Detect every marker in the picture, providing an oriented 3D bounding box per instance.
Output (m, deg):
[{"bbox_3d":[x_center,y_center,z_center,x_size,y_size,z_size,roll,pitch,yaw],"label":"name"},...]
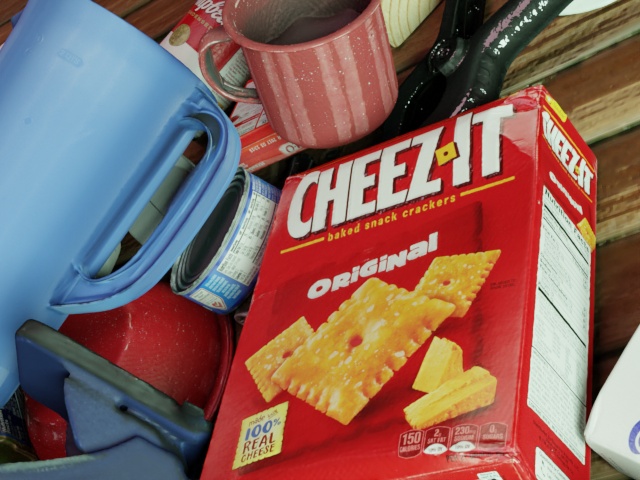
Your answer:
[{"bbox_3d":[-0.026,-0.003,0.662,0.020,0.020,0.121,-6,55,40],"label":"marker"}]

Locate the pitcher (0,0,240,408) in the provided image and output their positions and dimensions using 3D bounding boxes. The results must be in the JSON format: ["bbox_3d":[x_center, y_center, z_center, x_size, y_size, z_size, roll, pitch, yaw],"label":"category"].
[{"bbox_3d":[-0.169,-0.019,0.647,0.243,0.144,0.149,-59,26,-7],"label":"pitcher"}]

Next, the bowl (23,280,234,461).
[{"bbox_3d":[-0.132,0.082,0.663,0.162,0.055,0.162,-25,45,27],"label":"bowl"}]

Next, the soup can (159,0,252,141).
[{"bbox_3d":[-0.084,-0.132,0.785,0.102,0.068,0.069,-48,39,1],"label":"soup can"}]

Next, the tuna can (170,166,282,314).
[{"bbox_3d":[-0.054,0.001,0.643,0.086,0.033,0.086,-49,24,30],"label":"tuna can"}]

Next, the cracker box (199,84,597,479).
[{"bbox_3d":[0.041,0.040,0.509,0.164,0.072,0.213,-17,42,32],"label":"cracker box"}]

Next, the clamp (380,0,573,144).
[{"bbox_3d":[0.082,-0.107,0.632,0.171,0.039,0.120,-53,23,0],"label":"clamp"}]

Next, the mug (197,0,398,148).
[{"bbox_3d":[-0.013,-0.106,0.616,0.117,0.081,0.093,-9,47,10],"label":"mug"}]

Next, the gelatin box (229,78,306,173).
[{"bbox_3d":[-0.024,-0.086,0.707,0.073,0.030,0.089,-21,32,30],"label":"gelatin box"}]
